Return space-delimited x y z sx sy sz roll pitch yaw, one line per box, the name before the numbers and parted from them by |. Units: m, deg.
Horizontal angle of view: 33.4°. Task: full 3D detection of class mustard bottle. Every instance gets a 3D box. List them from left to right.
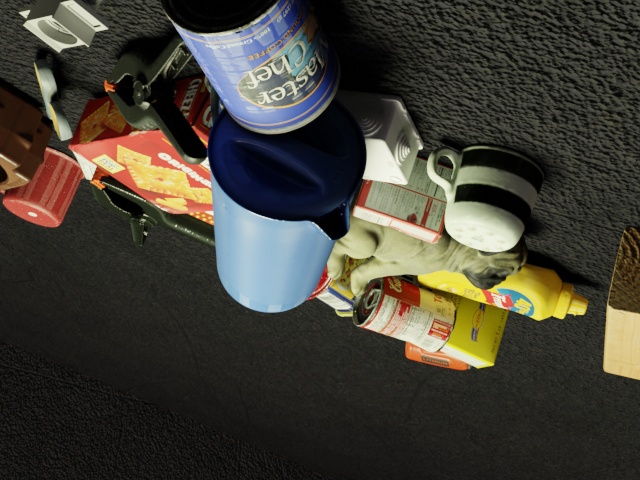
mustard bottle | 0.208 0.048 1.214 0.192 0.058 0.096 16 162 8

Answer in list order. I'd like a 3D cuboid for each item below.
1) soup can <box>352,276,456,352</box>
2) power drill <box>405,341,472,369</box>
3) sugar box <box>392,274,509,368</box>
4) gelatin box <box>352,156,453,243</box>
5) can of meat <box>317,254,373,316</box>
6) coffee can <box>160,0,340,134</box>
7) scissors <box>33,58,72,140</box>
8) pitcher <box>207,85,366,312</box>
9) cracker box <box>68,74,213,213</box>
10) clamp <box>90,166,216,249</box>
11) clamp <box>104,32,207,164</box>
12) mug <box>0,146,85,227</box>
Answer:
soup can | 0.097 0.083 1.232 0.102 0.068 0.069 22 161 -18
power drill | 0.133 0.113 1.464 0.185 0.057 0.187 10 159 24
sugar box | 0.143 0.081 1.313 0.176 0.093 0.048 25 159 -18
gelatin box | 0.085 -0.046 1.054 0.089 0.073 0.030 19 160 0
can of meat | 0.021 0.027 1.273 0.083 0.102 0.058 34 157 -31
coffee can | -0.050 -0.161 0.826 0.103 0.102 0.140 12 159 21
scissors | -0.292 -0.132 1.190 0.016 0.096 0.202 -20 163 -13
pitcher | -0.045 -0.034 0.986 0.145 0.149 0.243 11 153 -2
cracker box | -0.139 -0.094 1.141 0.214 0.072 0.164 -1 152 44
clamp | -0.217 -0.035 1.307 0.165 0.036 0.209 1 155 36
clamp | -0.153 -0.131 1.008 0.039 0.120 0.172 -4 -175 -33
mug | -0.377 -0.075 1.405 0.117 0.081 0.093 24 160 -12
